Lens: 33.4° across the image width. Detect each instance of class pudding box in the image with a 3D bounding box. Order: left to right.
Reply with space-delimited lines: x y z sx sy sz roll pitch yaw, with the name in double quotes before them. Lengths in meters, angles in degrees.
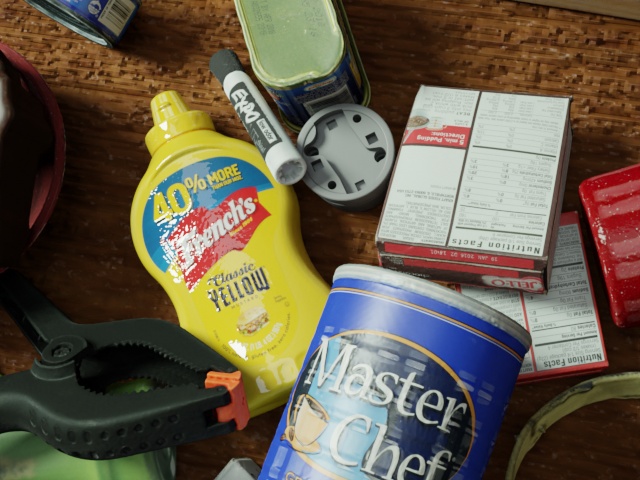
"pudding box" 0.085 -0.030 0.575 0.090 0.039 0.113 8 59 15

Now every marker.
"marker" -0.038 -0.074 0.611 0.020 0.020 0.121 -33 46 3

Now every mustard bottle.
"mustard bottle" -0.054 0.001 0.607 0.096 0.058 0.192 -25 76 4

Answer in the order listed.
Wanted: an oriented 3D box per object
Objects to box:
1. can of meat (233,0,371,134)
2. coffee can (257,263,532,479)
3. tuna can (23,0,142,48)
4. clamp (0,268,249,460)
"can of meat" -0.013 -0.121 0.608 0.057 0.084 0.102 -18 78 6
"coffee can" 0.031 0.095 0.515 0.103 0.103 0.140 19 78 13
"tuna can" -0.152 -0.151 0.638 0.086 0.086 0.034 29 88 14
"clamp" -0.133 0.066 0.565 0.210 0.164 0.036 0 122 15
